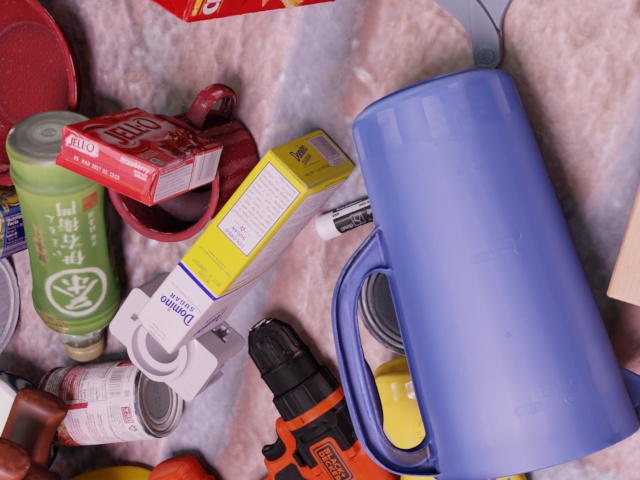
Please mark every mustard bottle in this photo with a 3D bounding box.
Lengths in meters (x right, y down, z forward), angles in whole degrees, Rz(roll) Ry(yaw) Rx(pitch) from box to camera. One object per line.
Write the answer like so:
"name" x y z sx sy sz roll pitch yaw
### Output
"mustard bottle" 0.102 0.176 0.776 0.096 0.058 0.191 -11 101 6

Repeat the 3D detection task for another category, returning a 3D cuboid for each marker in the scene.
"marker" 0.051 -0.028 0.767 0.121 0.020 0.020 -22 94 27

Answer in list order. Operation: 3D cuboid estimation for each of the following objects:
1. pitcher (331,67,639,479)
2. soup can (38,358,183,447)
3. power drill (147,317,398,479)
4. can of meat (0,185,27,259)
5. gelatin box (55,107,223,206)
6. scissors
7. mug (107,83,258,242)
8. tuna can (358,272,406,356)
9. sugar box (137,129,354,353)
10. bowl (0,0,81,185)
"pitcher" 0.092 0.024 0.671 0.145 0.148 0.243 -20 85 40
"soup can" -0.174 0.133 0.882 0.102 0.068 0.068 -9 100 25
"power drill" -0.048 0.172 0.843 0.188 0.057 0.184 -33 89 27
"can of meat" -0.275 -0.023 0.876 0.102 0.083 0.057 15 109 20
"gelatin box" -0.117 -0.057 0.701 0.073 0.089 0.030 25 112 16
"scissors" 0.096 -0.135 0.721 0.096 0.016 0.202 14 109 22
"mug" -0.093 -0.063 0.786 0.093 0.081 0.117 29 114 14
"tuna can" 0.070 0.039 0.768 0.086 0.033 0.086 6 106 22
"sugar box" -0.055 0.001 0.781 0.048 0.093 0.176 47 116 6
"bowl" -0.247 -0.128 0.851 0.162 0.055 0.162 6 106 22
